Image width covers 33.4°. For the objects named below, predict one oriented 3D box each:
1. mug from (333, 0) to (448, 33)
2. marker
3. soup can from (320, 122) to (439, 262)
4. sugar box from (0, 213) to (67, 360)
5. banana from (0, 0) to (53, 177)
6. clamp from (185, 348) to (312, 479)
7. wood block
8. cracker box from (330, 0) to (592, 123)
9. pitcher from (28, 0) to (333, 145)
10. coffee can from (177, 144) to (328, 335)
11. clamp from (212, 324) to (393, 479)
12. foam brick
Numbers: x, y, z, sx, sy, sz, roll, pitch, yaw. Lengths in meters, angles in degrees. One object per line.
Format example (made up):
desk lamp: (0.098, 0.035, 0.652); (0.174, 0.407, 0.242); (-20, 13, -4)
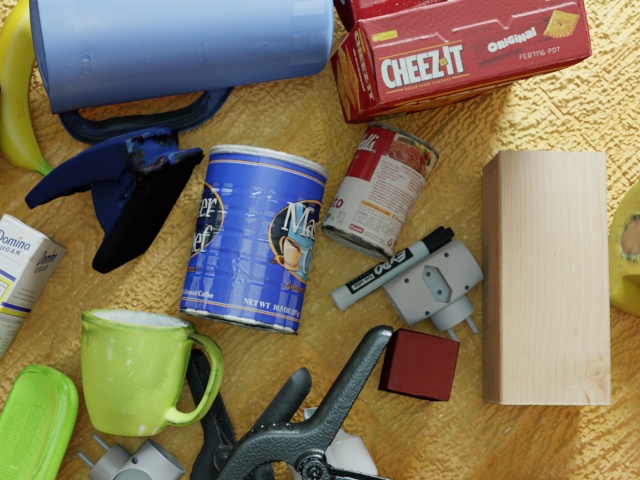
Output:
mug: (0.049, -0.234, 0.912); (0.081, 0.093, 0.117); (-21, 92, -6)
marker: (0.064, 0.023, 0.933); (0.121, 0.020, 0.020); (-31, 84, -5)
soup can: (0.051, -0.041, 0.917); (0.068, 0.068, 0.102); (25, 83, 2)
sugar box: (-0.280, 0.068, 0.883); (0.048, 0.093, 0.176); (27, 82, 2)
banana: (-0.258, -0.147, 0.942); (0.069, 0.037, 0.198); (4, 84, -22)
clamp: (-0.061, 0.175, 0.886); (0.120, 0.039, 0.171); (-4, 85, 33)
wood block: (0.187, 0.034, 0.899); (0.091, 0.090, 0.206); (1, 83, -1)
cracker box: (0.102, -0.147, 0.857); (0.164, 0.214, 0.072); (-14, 95, -4)
pitcher: (-0.118, -0.174, 0.897); (0.242, 0.149, 0.145); (-7, 80, -14)
coffee can: (-0.056, 0.001, 0.891); (0.103, 0.103, 0.140); (11, 83, 0)
clamp: (0.004, 0.185, 0.842); (0.210, 0.036, 0.164); (-31, 92, 2)
foam brick: (0.082, 0.105, 0.894); (0.053, 0.078, 0.051); (13, 81, 0)
